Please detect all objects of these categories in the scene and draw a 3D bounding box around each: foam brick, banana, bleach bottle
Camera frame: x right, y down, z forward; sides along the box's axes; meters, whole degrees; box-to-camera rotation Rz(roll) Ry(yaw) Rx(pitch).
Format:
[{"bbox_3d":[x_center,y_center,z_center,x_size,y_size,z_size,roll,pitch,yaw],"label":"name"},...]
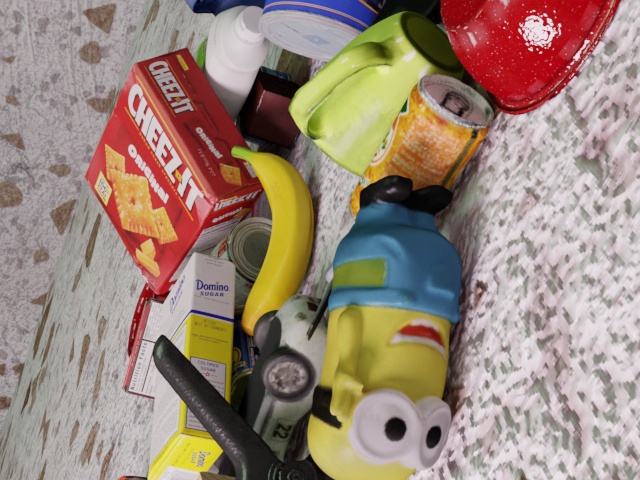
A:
[{"bbox_3d":[-0.049,-0.135,1.095,0.078,0.053,0.051,-115,44,-62],"label":"foam brick"},{"bbox_3d":[-0.039,-0.006,0.941,0.037,0.070,0.198,63,-163,-53],"label":"banana"},{"bbox_3d":[-0.106,-0.158,1.092,0.251,0.068,0.102,141,132,-61],"label":"bleach bottle"}]

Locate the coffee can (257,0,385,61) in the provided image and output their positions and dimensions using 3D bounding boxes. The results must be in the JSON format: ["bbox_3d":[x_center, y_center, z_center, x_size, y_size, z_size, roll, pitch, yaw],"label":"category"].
[{"bbox_3d":[0.013,-0.236,0.918,0.103,0.102,0.140,174,111,-71],"label":"coffee can"}]

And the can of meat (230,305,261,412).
[{"bbox_3d":[-0.066,0.122,0.923,0.084,0.057,0.102,-104,35,-53],"label":"can of meat"}]

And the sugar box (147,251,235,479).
[{"bbox_3d":[-0.105,0.107,0.889,0.093,0.048,0.176,126,154,-46],"label":"sugar box"}]

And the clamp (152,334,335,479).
[{"bbox_3d":[-0.026,0.146,0.670,0.036,0.164,0.210,94,177,-73],"label":"clamp"}]

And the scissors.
[{"bbox_3d":[0.024,0.004,0.721,0.096,0.016,0.201,-59,1,10],"label":"scissors"}]

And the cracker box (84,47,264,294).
[{"bbox_3d":[-0.154,-0.063,1.085,0.164,0.072,0.214,58,145,12],"label":"cracker box"}]

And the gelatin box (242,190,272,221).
[{"bbox_3d":[-0.068,-0.034,1.100,0.073,0.030,0.089,132,146,-53],"label":"gelatin box"}]

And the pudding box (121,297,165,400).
[{"bbox_3d":[-0.120,0.110,0.997,0.039,0.113,0.090,180,106,-75],"label":"pudding box"}]

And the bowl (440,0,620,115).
[{"bbox_3d":[0.116,-0.158,0.626,0.162,0.055,0.162,-165,90,-72],"label":"bowl"}]

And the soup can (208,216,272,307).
[{"bbox_3d":[-0.072,0.026,1.002,0.102,0.068,0.068,139,143,-58],"label":"soup can"}]

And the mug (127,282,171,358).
[{"bbox_3d":[-0.163,0.106,1.178,0.093,0.081,0.117,163,121,-69],"label":"mug"}]
